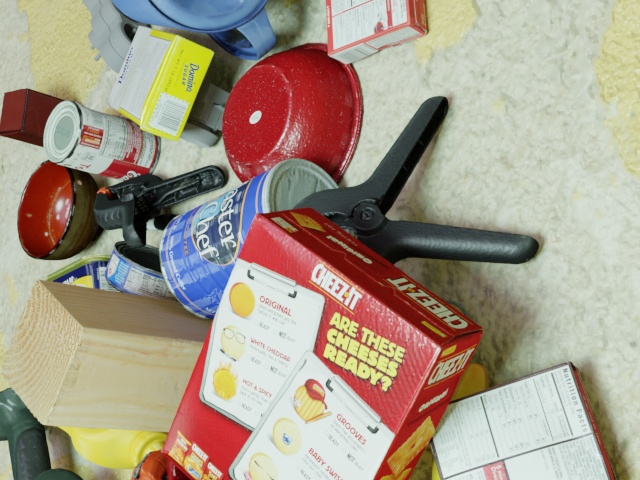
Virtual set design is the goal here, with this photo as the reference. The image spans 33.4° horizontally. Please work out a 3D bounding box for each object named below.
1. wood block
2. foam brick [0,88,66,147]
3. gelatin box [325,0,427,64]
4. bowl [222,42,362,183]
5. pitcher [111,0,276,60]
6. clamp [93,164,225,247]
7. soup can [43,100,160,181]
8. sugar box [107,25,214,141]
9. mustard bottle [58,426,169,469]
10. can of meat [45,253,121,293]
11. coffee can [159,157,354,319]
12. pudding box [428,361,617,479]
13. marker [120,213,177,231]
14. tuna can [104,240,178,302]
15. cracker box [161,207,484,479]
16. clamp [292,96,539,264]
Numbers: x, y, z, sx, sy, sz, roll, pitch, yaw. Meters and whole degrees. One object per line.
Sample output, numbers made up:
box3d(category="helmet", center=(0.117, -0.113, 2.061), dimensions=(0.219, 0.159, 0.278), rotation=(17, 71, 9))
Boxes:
box3d(category="wood block", center=(-0.152, 0.105, 0.917), dimensions=(0.091, 0.205, 0.090), rotation=(33, 104, 44))
box3d(category="foam brick", center=(-0.323, -0.139, 1.236), dimensions=(0.053, 0.078, 0.051), rotation=(-2, 78, 42))
box3d(category="gelatin box", center=(0.047, -0.200, 0.915), dimensions=(0.089, 0.030, 0.073), rotation=(-15, 70, 36))
box3d(category="bowl", center=(-0.039, -0.107, 0.964), dimensions=(0.162, 0.055, 0.162), rotation=(-12, 72, 43))
box3d(category="pitcher", center=(-0.129, -0.252, 1.004), dimensions=(0.243, 0.144, 0.149), rotation=(-154, 70, -68))
box3d(category="clamp", center=(-0.183, -0.032, 1.064), dimensions=(0.172, 0.120, 0.039), rotation=(-5, 116, 48))
box3d(category="soup can", center=(-0.228, -0.102, 1.115), dimensions=(0.069, 0.102, 0.068), rotation=(-12, 72, 42))
box3d(category="sugar box", center=(-0.160, -0.158, 1.052), dimensions=(0.093, 0.048, 0.176), rotation=(-66, 22, 5))
box3d(category="mustard bottle", center=(-0.199, 0.170, 1.029), dimensions=(0.192, 0.096, 0.058), rotation=(29, 129, 44))
box3d(category="can of meat", center=(-0.242, 0.069, 1.122), dimensions=(0.102, 0.057, 0.084), rotation=(-23, 67, 40))
box3d(category="coffee can", center=(-0.056, 0.001, 0.921), dimensions=(0.141, 0.102, 0.103), rotation=(-23, 65, 39))
box3d(category="pudding box", center=(0.134, 0.143, 0.722), dimensions=(0.114, 0.039, 0.090), rotation=(-20, 63, 14))
box3d(category="marker", center=(-0.187, -0.020, 1.114), dimensions=(0.121, 0.020, 0.020), rotation=(3, 83, 45))
box3d(category="tuna can", center=(-0.164, 0.033, 1.032), dimensions=(0.086, 0.085, 0.034), rotation=(33, 105, 44))
box3d(category="cracker box", center=(-0.005, 0.108, 0.747), dimensions=(0.164, 0.071, 0.214), rotation=(36, 116, 26))
box3d(category="clamp", center=(0.048, -0.006, 0.807), dimensions=(0.210, 0.036, 0.165), rotation=(-31, 56, -4))
